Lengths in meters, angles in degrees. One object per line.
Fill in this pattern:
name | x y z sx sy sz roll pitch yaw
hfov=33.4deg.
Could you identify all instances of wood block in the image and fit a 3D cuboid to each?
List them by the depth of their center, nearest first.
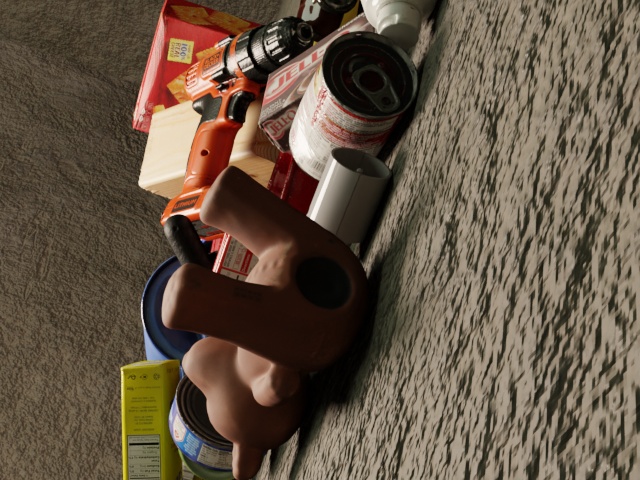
wood block | -0.090 -0.098 1.107 0.207 0.090 0.090 -9 66 49

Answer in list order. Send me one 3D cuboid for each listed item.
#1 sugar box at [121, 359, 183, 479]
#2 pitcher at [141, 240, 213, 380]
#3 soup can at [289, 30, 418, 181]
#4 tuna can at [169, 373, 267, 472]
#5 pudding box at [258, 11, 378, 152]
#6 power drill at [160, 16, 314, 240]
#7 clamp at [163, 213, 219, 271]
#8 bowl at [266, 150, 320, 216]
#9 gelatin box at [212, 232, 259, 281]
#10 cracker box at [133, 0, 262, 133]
sugar box | -0.155 0.202 0.999 0.093 0.048 0.176 45 -140 -85
pitcher | -0.143 0.118 1.224 0.149 0.145 0.243 -38 -9 -20
soup can | 0.021 -0.090 0.752 0.102 0.068 0.068 122 164 -62
tuna can | -0.075 0.138 0.838 0.086 0.086 0.034 -82 11 -51
pudding box | 0.007 -0.129 0.847 0.114 0.039 0.090 -28 29 21
power drill | -0.076 -0.100 0.964 0.185 0.057 0.187 -15 59 55
clamp | -0.081 0.062 0.942 0.171 0.039 0.120 66 -169 13
bowl | -0.019 -0.021 0.913 0.162 0.055 0.162 -163 91 -82
gelatin box | -0.037 0.030 0.803 0.030 0.089 0.073 -107 35 -76
cracker box | -0.109 -0.187 1.315 0.072 0.213 0.164 -87 16 -55
